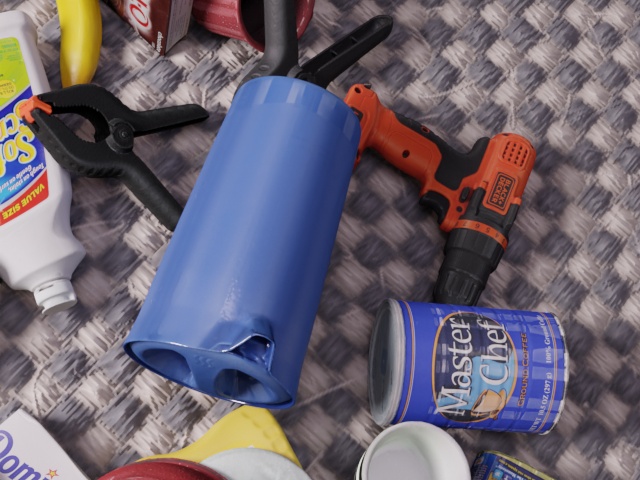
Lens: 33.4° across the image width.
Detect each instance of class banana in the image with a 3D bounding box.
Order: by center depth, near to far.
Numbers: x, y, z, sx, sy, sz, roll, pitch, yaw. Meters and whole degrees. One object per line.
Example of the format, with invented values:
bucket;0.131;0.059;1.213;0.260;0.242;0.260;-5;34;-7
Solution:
banana;-0.236;-0.222;0.963;0.069;0.037;0.198;-30;76;2

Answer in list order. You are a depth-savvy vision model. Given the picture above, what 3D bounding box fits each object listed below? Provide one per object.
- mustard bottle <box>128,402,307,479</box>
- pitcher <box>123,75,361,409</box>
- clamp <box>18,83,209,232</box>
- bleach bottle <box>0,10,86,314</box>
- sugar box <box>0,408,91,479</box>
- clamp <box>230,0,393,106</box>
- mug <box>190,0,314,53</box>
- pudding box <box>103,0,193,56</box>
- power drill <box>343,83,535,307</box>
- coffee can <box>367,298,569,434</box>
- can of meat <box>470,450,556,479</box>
mustard bottle;-0.108;0.207;0.819;0.191;0.058;0.096;-25;79;-18
pitcher;-0.055;0.001;0.834;0.149;0.145;0.242;9;66;22
clamp;-0.168;-0.073;0.893;0.171;0.039;0.120;9;66;-34
bleach bottle;-0.249;-0.061;0.888;0.102;0.068;0.251;-20;77;-14
sugar box;-0.260;0.217;0.795;0.093;0.048;0.176;45;71;7
clamp;-0.017;-0.142;0.943;0.164;0.036;0.210;16;94;-44
mug;-0.057;-0.219;0.960;0.117;0.082;0.093;5;104;-48
pudding box;-0.154;-0.227;0.936;0.090;0.114;0.039;44;69;7
power drill;0.083;-0.042;0.946;0.187;0.057;0.184;26;68;-2
coffee can;0.118;0.104;0.873;0.140;0.103;0.103;5;70;-9
can of meat;0.156;0.228;0.861;0.102;0.057;0.084;29;66;0
